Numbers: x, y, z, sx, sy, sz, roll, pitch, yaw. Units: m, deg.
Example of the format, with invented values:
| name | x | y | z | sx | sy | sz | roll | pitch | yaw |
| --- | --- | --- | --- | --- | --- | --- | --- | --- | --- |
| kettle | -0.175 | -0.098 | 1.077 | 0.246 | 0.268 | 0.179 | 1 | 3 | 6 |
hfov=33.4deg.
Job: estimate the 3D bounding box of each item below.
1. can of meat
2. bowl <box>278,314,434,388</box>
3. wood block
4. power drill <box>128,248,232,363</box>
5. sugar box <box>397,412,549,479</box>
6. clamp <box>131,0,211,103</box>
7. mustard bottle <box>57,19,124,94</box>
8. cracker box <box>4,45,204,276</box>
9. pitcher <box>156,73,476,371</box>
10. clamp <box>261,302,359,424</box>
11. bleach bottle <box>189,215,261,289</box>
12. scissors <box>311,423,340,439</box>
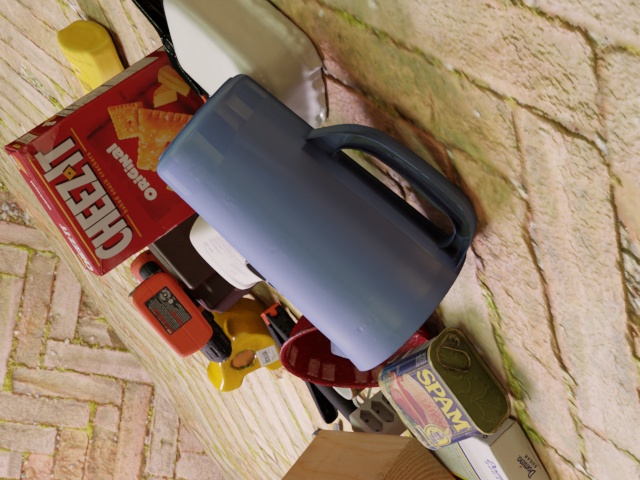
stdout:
| name | x | y | z | sx | sy | sz | roll | pitch | yaw |
| --- | --- | --- | --- | --- | --- | --- | --- | --- | --- |
| can of meat | 0.115 | 0.143 | 1.009 | 0.102 | 0.057 | 0.084 | 54 | 138 | -2 |
| bowl | 0.039 | 0.093 | 1.071 | 0.162 | 0.162 | 0.055 | 87 | -178 | -60 |
| wood block | 0.053 | 0.278 | 1.205 | 0.090 | 0.090 | 0.206 | 47 | 155 | -14 |
| power drill | -0.177 | 0.095 | 1.358 | 0.184 | 0.057 | 0.188 | 49 | 177 | -7 |
| sugar box | 0.154 | 0.208 | 1.100 | 0.176 | 0.048 | 0.093 | 11 | 136 | 59 |
| clamp | -0.138 | -0.207 | 1.063 | 0.171 | 0.039 | 0.120 | 54 | 167 | -24 |
| mustard bottle | -0.274 | -0.190 | 1.394 | 0.096 | 0.058 | 0.191 | 33 | 153 | 41 |
| cracker box | -0.200 | -0.089 | 1.148 | 0.164 | 0.213 | 0.072 | 60 | 161 | -20 |
| pitcher | -0.003 | -0.025 | 0.859 | 0.243 | 0.149 | 0.145 | 41 | 170 | -7 |
| clamp | -0.007 | 0.178 | 1.448 | 0.210 | 0.036 | 0.165 | 58 | 162 | -14 |
| bleach bottle | -0.032 | -0.010 | 1.077 | 0.102 | 0.068 | 0.251 | 44 | 151 | -22 |
| scissors | 0.011 | 0.308 | 1.675 | 0.096 | 0.016 | 0.202 | 41 | 158 | 34 |
